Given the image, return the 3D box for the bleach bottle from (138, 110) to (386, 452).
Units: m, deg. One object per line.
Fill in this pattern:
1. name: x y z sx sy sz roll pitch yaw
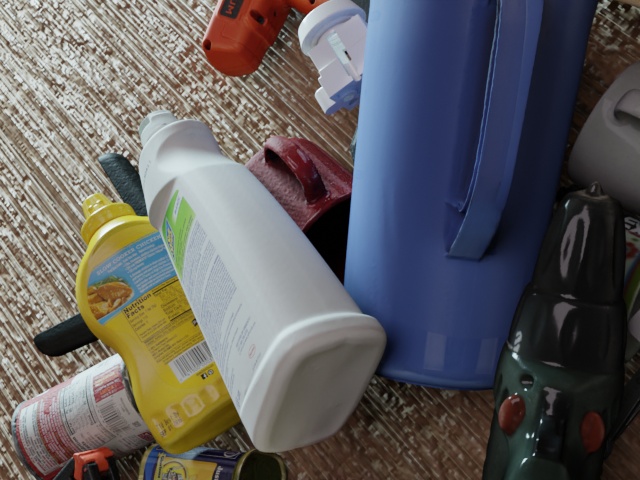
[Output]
1. bleach bottle: -0.054 0.001 0.648 0.251 0.067 0.103 57 141 37

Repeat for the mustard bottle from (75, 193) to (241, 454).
1. mustard bottle: -0.110 0.042 0.719 0.096 0.058 0.192 -32 66 -10

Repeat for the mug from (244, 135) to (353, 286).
1. mug: -0.011 -0.023 0.703 0.093 0.117 0.082 -37 52 -12

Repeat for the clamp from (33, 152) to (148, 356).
1. clamp: -0.114 0.032 0.781 0.210 0.036 0.164 18 82 29

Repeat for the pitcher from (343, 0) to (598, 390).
1. pitcher: 0.080 -0.040 0.616 0.145 0.149 0.243 11 95 39

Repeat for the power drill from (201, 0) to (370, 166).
1. power drill: 0.010 -0.141 0.764 0.188 0.057 0.184 16 78 29

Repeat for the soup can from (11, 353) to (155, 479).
1. soup can: -0.157 0.124 0.757 0.102 0.068 0.068 -28 62 17

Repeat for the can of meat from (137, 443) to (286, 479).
1. can of meat: -0.077 0.185 0.700 0.084 0.057 0.102 -1 72 31
